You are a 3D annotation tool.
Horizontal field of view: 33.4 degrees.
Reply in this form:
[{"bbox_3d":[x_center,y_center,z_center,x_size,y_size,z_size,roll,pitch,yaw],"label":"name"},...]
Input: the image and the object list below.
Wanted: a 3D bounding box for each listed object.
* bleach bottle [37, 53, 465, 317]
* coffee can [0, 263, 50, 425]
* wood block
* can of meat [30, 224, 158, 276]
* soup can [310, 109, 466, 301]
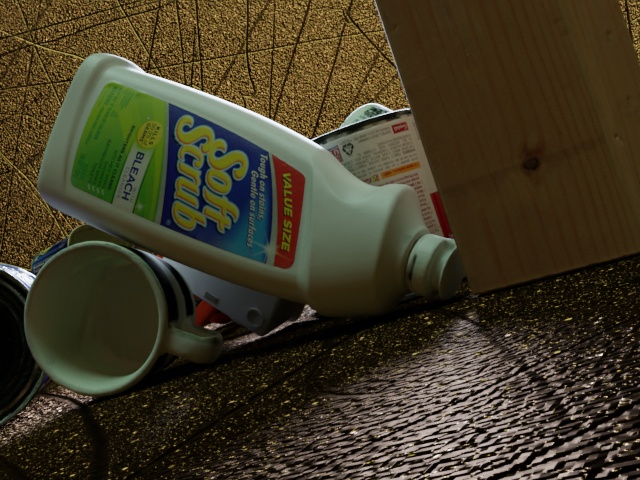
[{"bbox_3d":[-0.036,-0.027,0.580,0.251,0.102,0.068,18,-5,29],"label":"bleach bottle"},{"bbox_3d":[-0.219,0.064,0.683,0.102,0.103,0.140,-18,1,-10],"label":"coffee can"},{"bbox_3d":[0.095,-0.089,0.515,0.091,0.206,0.090,-18,1,32],"label":"wood block"},{"bbox_3d":[-0.194,0.017,0.944,0.101,0.057,0.084,-18,-3,-43],"label":"can of meat"},{"bbox_3d":[0.037,-0.018,0.619,0.068,0.102,0.068,-18,1,0],"label":"soup can"}]
